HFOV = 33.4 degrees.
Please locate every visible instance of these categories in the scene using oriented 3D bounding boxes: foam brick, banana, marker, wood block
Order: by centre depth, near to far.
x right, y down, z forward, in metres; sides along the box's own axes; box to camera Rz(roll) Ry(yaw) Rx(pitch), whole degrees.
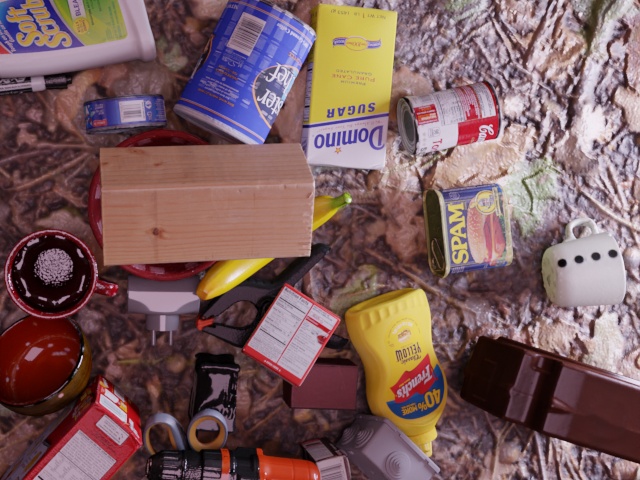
[{"bbox_3d":[-0.116,-0.038,1.073,0.206,0.090,0.091,-2,122,-11],"label":"wood block"},{"bbox_3d":[-0.325,-0.164,1.130,0.121,0.020,0.020,-8,96,-11],"label":"marker"},{"bbox_3d":[-0.057,0.002,1.169,0.197,0.070,0.037,-36,88,-10],"label":"banana"},{"bbox_3d":[-0.001,0.161,1.201,0.078,0.053,0.051,4,93,-11],"label":"foam brick"}]

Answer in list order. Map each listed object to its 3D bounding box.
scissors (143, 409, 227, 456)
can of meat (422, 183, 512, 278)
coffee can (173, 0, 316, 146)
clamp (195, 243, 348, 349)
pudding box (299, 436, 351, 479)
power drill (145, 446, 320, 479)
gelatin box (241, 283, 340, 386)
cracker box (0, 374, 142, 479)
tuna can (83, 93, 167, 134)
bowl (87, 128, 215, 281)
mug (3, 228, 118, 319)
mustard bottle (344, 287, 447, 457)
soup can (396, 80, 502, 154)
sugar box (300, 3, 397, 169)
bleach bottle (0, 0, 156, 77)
[{"bbox_3d":[-0.123,0.250,1.153,0.096,0.016,0.201,-24,126,4],"label":"scissors"},{"bbox_3d":[0.168,-0.013,1.221,0.083,0.057,0.102,-8,96,-14],"label":"can of meat"},{"bbox_3d":[-0.080,-0.178,1.135,0.102,0.103,0.140,27,88,-12],"label":"coffee can"},{"bbox_3d":[-0.055,0.066,1.192,0.171,0.039,0.120,-2,83,-14],"label":"clamp"},{"bbox_3d":[0.011,0.286,1.194,0.039,0.090,0.113,-9,95,-13],"label":"pudding box"},{"bbox_3d":[-0.107,0.300,1.145,0.184,0.057,0.188,9,123,-12],"label":"power drill"},{"bbox_3d":[-0.032,0.102,1.157,0.073,0.030,0.089,33,78,-2],"label":"gelatin box"},{"bbox_3d":[-0.277,0.248,1.095,0.072,0.164,0.213,43,85,-10],"label":"cracker box"},{"bbox_3d":[-0.205,-0.133,1.122,0.086,0.086,0.034,-7,94,-11],"label":"tuna can"},{"bbox_3d":[-0.169,-0.039,1.151,0.162,0.055,0.162,-1,94,-11],"label":"bowl"},{"bbox_3d":[-0.270,0.035,1.123,0.117,0.081,0.093,15,91,-12],"label":"mug"},{"bbox_3d":[0.095,0.157,1.216,0.096,0.058,0.191,-19,99,-27],"label":"mustard bottle"},{"bbox_3d":[0.144,-0.138,1.201,0.102,0.068,0.068,-12,96,-10],"label":"soup can"},{"bbox_3d":[0.031,-0.169,1.187,0.093,0.048,0.176,3,92,-12],"label":"sugar box"},{"bbox_3d":[-0.304,-0.209,1.108,0.250,0.068,0.102,-16,88,-8],"label":"bleach bottle"}]
